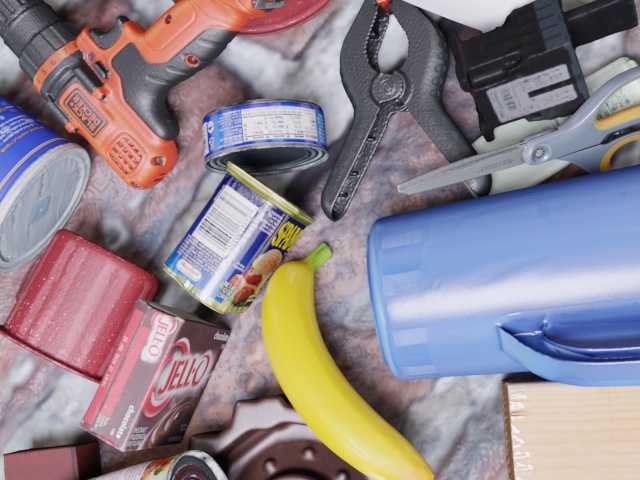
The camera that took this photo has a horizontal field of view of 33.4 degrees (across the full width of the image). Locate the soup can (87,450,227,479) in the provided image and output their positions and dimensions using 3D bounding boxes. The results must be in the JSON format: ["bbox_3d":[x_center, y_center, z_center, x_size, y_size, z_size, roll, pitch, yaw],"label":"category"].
[{"bbox_3d":[-0.114,0.177,0.673,0.102,0.068,0.068,-20,82,26],"label":"soup can"}]

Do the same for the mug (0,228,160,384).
[{"bbox_3d":[-0.170,0.041,0.741,0.117,0.093,0.081,21,80,44],"label":"mug"}]

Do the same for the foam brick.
[{"bbox_3d":[-0.182,0.181,0.739,0.051,0.053,0.078,-9,82,6],"label":"foam brick"}]

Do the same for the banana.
[{"bbox_3d":[0.005,0.081,0.689,0.069,0.037,0.198,-19,56,-7],"label":"banana"}]

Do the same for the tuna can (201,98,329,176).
[{"bbox_3d":[-0.038,-0.070,0.729,0.086,0.086,0.034,-6,82,6],"label":"tuna can"}]

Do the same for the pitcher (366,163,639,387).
[{"bbox_3d":[0.155,0.027,0.668,0.243,0.149,0.145,-9,78,10],"label":"pitcher"}]

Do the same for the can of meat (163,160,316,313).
[{"bbox_3d":[-0.055,0.001,0.717,0.057,0.102,0.084,36,91,9],"label":"can of meat"}]

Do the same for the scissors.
[{"bbox_3d":[0.153,-0.049,0.704,0.201,0.096,0.016,-28,39,-1],"label":"scissors"}]

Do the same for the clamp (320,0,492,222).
[{"bbox_3d":[0.044,-0.094,0.744,0.120,0.039,0.171,-15,74,14],"label":"clamp"}]

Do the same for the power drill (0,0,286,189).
[{"bbox_3d":[-0.128,-0.155,0.734,0.184,0.057,0.188,48,116,2],"label":"power drill"}]

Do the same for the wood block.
[{"bbox_3d":[0.223,0.130,0.677,0.206,0.090,0.091,-4,83,7],"label":"wood block"}]

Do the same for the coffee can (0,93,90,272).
[{"bbox_3d":[-0.248,-0.058,0.745,0.140,0.103,0.103,34,89,9],"label":"coffee can"}]

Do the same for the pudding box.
[{"bbox_3d":[-0.106,0.090,0.708,0.039,0.113,0.090,25,88,12],"label":"pudding box"}]
